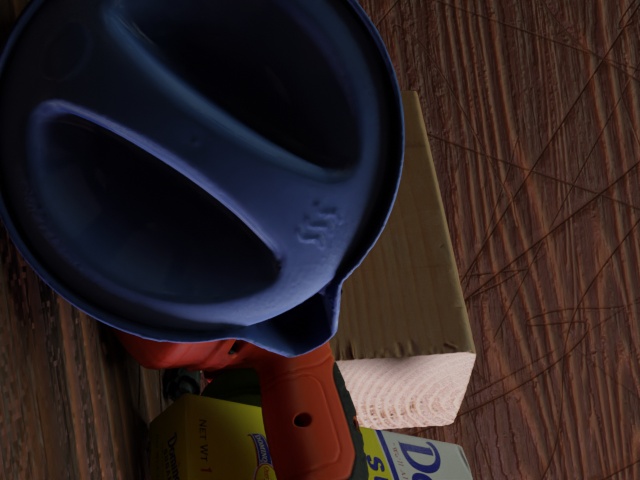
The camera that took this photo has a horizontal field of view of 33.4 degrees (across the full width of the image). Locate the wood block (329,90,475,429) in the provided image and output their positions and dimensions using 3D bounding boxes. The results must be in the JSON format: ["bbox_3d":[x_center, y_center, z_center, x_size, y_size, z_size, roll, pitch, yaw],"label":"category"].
[{"bbox_3d":[0.031,0.009,0.683,0.090,0.090,0.206,95,-10,-53],"label":"wood block"}]

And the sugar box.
[{"bbox_3d":[0.003,0.138,0.530,0.048,0.176,0.093,-44,-138,43],"label":"sugar box"}]

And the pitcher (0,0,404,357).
[{"bbox_3d":[-0.051,-0.061,0.445,0.243,0.145,0.149,-110,-144,-79],"label":"pitcher"}]

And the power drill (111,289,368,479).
[{"bbox_3d":[-0.027,0.106,0.454,0.057,0.184,0.188,-35,-113,41],"label":"power drill"}]

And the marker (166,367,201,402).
[{"bbox_3d":[-0.076,0.062,0.632,0.121,0.020,0.020,-95,177,-69],"label":"marker"}]
